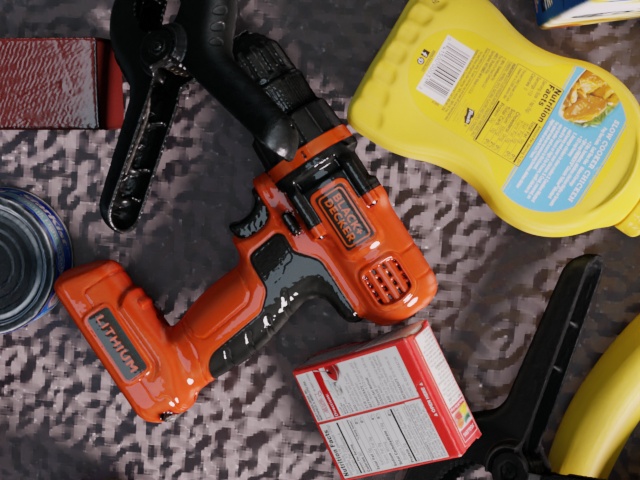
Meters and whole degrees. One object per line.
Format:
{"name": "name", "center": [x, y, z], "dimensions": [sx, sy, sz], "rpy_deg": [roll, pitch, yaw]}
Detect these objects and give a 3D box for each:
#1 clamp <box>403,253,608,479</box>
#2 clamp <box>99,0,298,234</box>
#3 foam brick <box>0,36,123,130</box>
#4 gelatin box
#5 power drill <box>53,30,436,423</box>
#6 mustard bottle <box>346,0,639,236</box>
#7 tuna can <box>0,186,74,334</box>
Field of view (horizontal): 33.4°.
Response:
{"name": "clamp", "center": [0.120, 0.132, 0.586], "dimensions": [0.210, 0.036, 0.165], "rpy_deg": [-45, 56, 20]}
{"name": "clamp", "center": [-0.083, -0.089, 0.574], "dimensions": [0.120, 0.039, 0.171], "rpy_deg": [-27, 61, 16]}
{"name": "foam brick", "center": [-0.156, -0.088, 0.604], "dimensions": [0.078, 0.053, 0.051], "rpy_deg": [0, 98, 5]}
{"name": "gelatin box", "center": [0.036, 0.092, 0.606], "dimensions": [0.089, 0.030, 0.073], "rpy_deg": [-22, 96, 39]}
{"name": "power drill", "center": [-0.054, 0.001, 0.605], "dimensions": [0.188, 0.057, 0.184], "rpy_deg": [-33, 88, 10]}
{"name": "mustard bottle", "center": [0.117, -0.057, 0.581], "dimensions": [0.191, 0.058, 0.096], "rpy_deg": [31, 89, 0]}
{"name": "tuna can", "center": [-0.192, 0.012, 0.630], "dimensions": [0.086, 0.033, 0.086], "rpy_deg": [1, 98, 5]}
